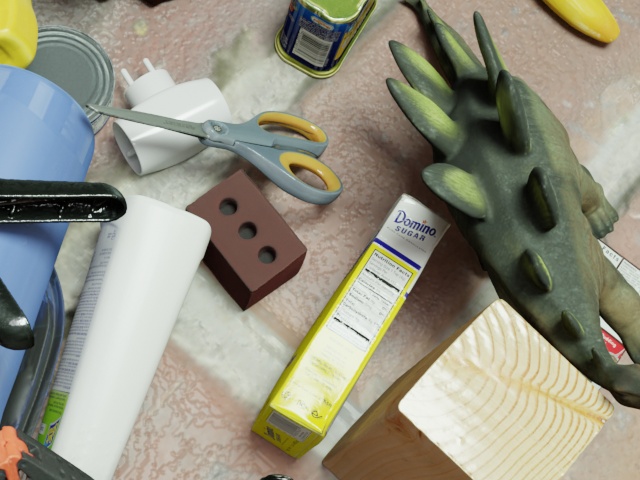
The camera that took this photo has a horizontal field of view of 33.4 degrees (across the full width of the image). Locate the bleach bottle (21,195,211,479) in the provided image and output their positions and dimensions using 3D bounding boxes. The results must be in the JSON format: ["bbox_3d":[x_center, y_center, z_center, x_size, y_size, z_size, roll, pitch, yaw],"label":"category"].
[{"bbox_3d":[-0.145,0.099,0.691,0.068,0.103,0.251,22,76,-18],"label":"bleach bottle"}]

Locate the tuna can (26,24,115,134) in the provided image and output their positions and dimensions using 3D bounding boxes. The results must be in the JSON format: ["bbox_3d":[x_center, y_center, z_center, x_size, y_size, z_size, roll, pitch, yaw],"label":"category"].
[{"bbox_3d":[-0.193,-0.112,0.780,0.086,0.034,0.086,4,70,-10],"label":"tuna can"}]

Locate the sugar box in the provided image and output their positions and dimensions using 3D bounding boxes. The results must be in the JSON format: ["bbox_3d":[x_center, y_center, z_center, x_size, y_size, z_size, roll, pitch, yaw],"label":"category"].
[{"bbox_3d":[0.020,0.059,0.732,0.048,0.093,0.176,31,67,0],"label":"sugar box"}]

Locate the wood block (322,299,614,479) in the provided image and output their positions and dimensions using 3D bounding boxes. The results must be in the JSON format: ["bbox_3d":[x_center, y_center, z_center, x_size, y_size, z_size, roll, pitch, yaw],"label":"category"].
[{"bbox_3d":[0.080,0.122,0.661,0.091,0.206,0.090,44,68,6],"label":"wood block"}]

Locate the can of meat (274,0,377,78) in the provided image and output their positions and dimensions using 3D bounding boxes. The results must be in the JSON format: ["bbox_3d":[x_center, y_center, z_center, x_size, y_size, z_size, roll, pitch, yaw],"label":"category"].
[{"bbox_3d":[0.013,-0.189,0.822,0.057,0.084,0.102,30,68,0],"label":"can of meat"}]

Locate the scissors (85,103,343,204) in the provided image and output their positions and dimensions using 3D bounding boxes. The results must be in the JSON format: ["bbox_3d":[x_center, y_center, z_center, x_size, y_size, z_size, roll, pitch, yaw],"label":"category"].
[{"bbox_3d":[-0.059,-0.060,0.741,0.201,0.016,0.096,-7,53,-47],"label":"scissors"}]

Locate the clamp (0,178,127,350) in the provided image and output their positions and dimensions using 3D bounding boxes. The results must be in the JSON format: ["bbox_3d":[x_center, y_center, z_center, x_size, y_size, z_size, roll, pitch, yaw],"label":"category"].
[{"bbox_3d":[-0.203,-0.008,0.579,0.171,0.039,0.120,16,42,-2],"label":"clamp"}]

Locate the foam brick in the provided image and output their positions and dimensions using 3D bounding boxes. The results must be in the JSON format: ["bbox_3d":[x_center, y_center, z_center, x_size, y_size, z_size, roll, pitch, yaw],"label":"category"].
[{"bbox_3d":[-0.055,0.001,0.759,0.053,0.051,0.078,-37,82,-21],"label":"foam brick"}]

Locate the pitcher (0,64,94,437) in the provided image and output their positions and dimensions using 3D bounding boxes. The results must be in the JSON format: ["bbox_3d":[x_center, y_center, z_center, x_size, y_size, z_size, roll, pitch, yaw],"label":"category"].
[{"bbox_3d":[-0.223,0.015,0.671,0.145,0.149,0.242,19,54,-7],"label":"pitcher"}]
